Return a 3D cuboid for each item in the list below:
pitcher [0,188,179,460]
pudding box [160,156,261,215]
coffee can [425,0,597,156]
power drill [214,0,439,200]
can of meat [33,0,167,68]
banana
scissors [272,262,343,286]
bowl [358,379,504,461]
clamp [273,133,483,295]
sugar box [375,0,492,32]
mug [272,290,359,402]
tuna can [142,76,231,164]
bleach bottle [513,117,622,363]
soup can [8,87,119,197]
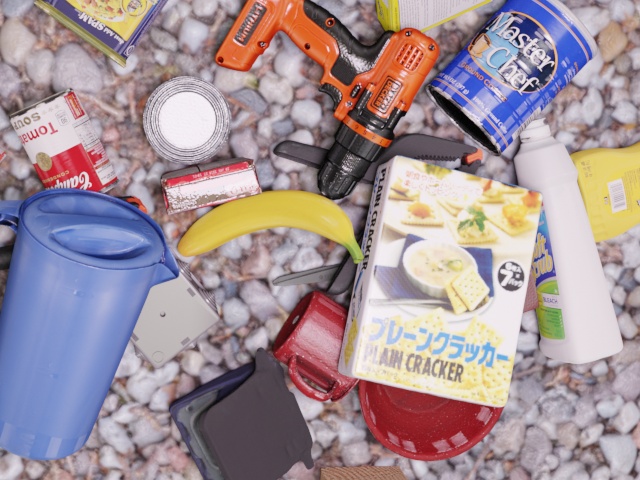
[{"bbox_3d":[-0.248,0.079,0.991,0.144,0.149,0.243,-9,130,-48],"label":"pitcher"},{"bbox_3d":[-0.108,-0.054,1.029,0.090,0.113,0.039,-12,99,-7],"label":"pudding box"},{"bbox_3d":[0.189,-0.169,1.062,0.102,0.103,0.140,43,91,-14],"label":"coffee can"},{"bbox_3d":[-0.004,-0.155,1.033,0.187,0.057,0.184,32,102,0],"label":"power drill"},{"bbox_3d":[-0.205,-0.227,1.011,0.102,0.057,0.084,35,91,-14],"label":"can of meat"},{"bbox_3d":[-0.051,-0.016,1.053,0.198,0.037,0.069,1,73,22],"label":"banana"},{"bbox_3d":[0.054,0.008,1.117,0.201,0.016,0.096,5,98,-11],"label":"scissors"},{"bbox_3d":[0.114,0.149,1.132,0.162,0.055,0.162,-2,100,-9],"label":"bowl"},{"bbox_3d":[0.064,-0.061,1.092,0.210,0.036,0.164,-28,92,-8],"label":"clamp"},{"bbox_3d":[0.140,-0.266,1.042,0.176,0.093,0.048,-27,66,-6],"label":"sugar box"},{"bbox_3d":[0.001,0.112,1.082,0.081,0.117,0.093,34,134,-9],"label":"mug"},{"bbox_3d":[-0.132,-0.119,1.054,0.086,0.034,0.086,-2,101,-9],"label":"tuna can"},{"bbox_3d":[0.246,-0.002,1.115,0.068,0.103,0.251,-15,95,-12],"label":"bleach bottle"},{"bbox_3d":[-0.245,-0.087,1.024,0.068,0.068,0.102,-25,103,-4],"label":"soup can"}]
